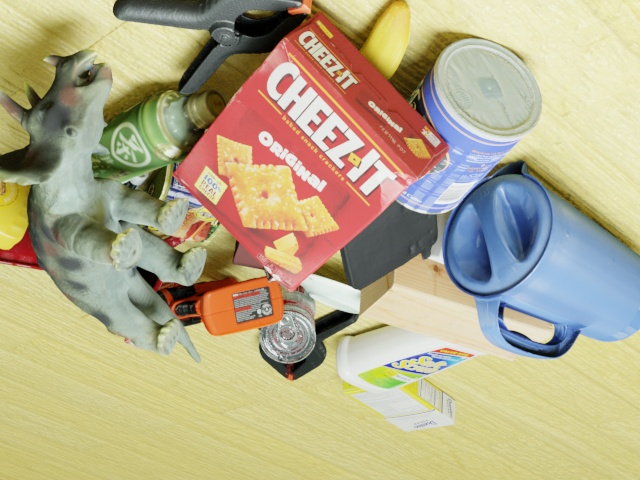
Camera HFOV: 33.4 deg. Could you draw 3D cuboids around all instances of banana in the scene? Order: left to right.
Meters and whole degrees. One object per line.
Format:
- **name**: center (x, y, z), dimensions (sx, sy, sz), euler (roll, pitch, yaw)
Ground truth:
- **banana**: center (0.017, -0.144, 0.966), dimensions (0.198, 0.037, 0.069), euler (-26, 133, 34)

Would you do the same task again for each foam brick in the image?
- **foam brick**: center (-0.058, 0.002, 1.228), dimensions (0.078, 0.053, 0.051), euler (12, 149, -8)

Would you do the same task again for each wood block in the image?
- **wood block**: center (0.159, 0.061, 1.246), dimensions (0.205, 0.091, 0.090), euler (18, 147, -17)

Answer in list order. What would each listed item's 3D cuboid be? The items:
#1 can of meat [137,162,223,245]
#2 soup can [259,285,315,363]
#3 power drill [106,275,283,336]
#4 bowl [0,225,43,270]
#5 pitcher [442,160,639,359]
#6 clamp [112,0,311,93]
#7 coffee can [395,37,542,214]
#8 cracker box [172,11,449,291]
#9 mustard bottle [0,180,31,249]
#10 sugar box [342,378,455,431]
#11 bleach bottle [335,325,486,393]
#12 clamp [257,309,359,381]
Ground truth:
- **can of meat**: center (-0.147, -0.041, 1.171), dimensions (0.083, 0.057, 0.102), euler (17, 149, -21)
- **soup can**: center (-0.039, 0.100, 1.327), dimensions (0.068, 0.102, 0.068), euler (0, 109, 1)
- **power drill**: center (-0.144, 0.079, 1.266), dimensions (0.184, 0.057, 0.188), euler (-14, -174, -32)
- **bowl**: center (-0.341, 0.005, 1.256), dimensions (0.162, 0.055, 0.162), euler (9, 177, 0)
- **pitcher**: center (0.249, 0.038, 1.124), dimensions (0.242, 0.145, 0.149), euler (24, 115, -40)
- **clamp**: center (-0.091, -0.192, 0.923), dimensions (0.172, 0.039, 0.120), euler (-21, 145, 29)
- **coffee can**: center (0.121, -0.101, 0.969), dimensions (0.102, 0.103, 0.140), euler (16, 149, -15)
- **cracker box**: center (-0.016, -0.070, 0.957), dimensions (0.164, 0.072, 0.214), euler (46, 135, -2)
- **mustard bottle**: center (-0.401, -0.069, 1.137), dimensions (0.191, 0.096, 0.058), euler (27, 144, -30)
- **sugar box**: center (0.119, 0.232, 1.590), dimensions (0.093, 0.048, 0.176), euler (-15, 147, 32)
- **bleach bottle**: center (0.142, 0.134, 1.404), dimensions (0.102, 0.068, 0.251), euler (28, 141, -35)
- **clamp**: center (-0.046, 0.132, 1.462), dimensions (0.164, 0.036, 0.210), euler (11, 146, -5)
